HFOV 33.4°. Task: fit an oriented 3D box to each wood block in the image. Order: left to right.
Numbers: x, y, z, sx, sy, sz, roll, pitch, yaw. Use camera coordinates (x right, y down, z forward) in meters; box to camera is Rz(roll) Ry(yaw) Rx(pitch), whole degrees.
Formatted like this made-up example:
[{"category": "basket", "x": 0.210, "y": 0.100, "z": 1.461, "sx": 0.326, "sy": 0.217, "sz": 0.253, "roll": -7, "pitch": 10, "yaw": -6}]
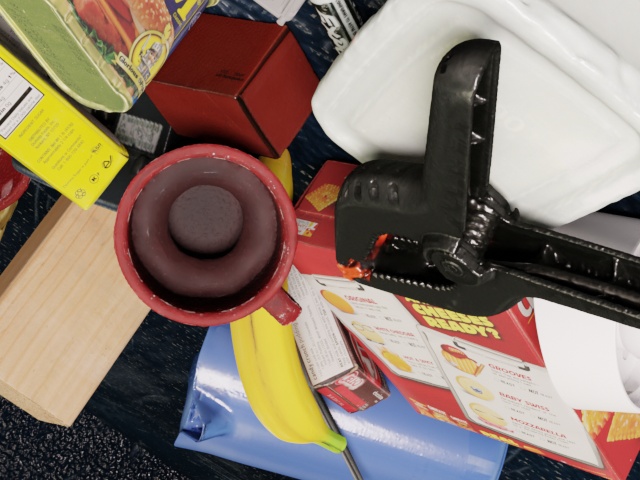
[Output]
[{"category": "wood block", "x": -0.169, "y": 0.022, "z": 0.774, "sx": 0.090, "sy": 0.206, "sz": 0.091, "roll": 39, "pitch": 159, "yaw": -18}]

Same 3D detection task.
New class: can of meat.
[{"category": "can of meat", "x": -0.107, "y": -0.125, "z": 0.523, "sx": 0.058, "sy": 0.084, "sz": 0.102, "roll": 18, "pitch": 155, "yaw": 34}]

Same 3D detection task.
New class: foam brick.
[{"category": "foam brick", "x": -0.049, "y": -0.085, "z": 0.576, "sx": 0.078, "sy": 0.053, "sz": 0.051, "roll": 18, "pitch": 156, "yaw": 36}]

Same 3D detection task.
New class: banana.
[{"category": "banana", "x": -0.029, "y": 0.039, "z": 0.651, "sx": 0.037, "sy": 0.198, "sz": 0.069, "roll": -10, "pitch": 178, "yaw": 28}]

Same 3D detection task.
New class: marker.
[{"category": "marker", "x": 0.010, "y": -0.102, "z": 0.497, "sx": 0.020, "sy": 0.020, "sz": 0.121, "roll": 17, "pitch": 155, "yaw": 36}]

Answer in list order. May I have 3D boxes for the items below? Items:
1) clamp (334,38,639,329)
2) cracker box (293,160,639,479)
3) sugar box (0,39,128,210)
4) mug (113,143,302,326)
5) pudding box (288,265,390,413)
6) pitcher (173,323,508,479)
[{"category": "clamp", "x": 0.058, "y": -0.009, "z": 0.435, "sx": 0.164, "sy": 0.036, "sz": 0.210, "roll": 42, "pitch": 158, "yaw": -25}, {"category": "cracker box", "x": 0.095, "y": 0.049, "z": 0.648, "sx": 0.164, "sy": 0.072, "sz": 0.213, "roll": 13, "pitch": 152, "yaw": 42}, {"category": "sugar box", "x": -0.186, "y": -0.092, "z": 0.556, "sx": 0.176, "sy": 0.048, "sz": 0.093, "roll": 40, "pitch": 177, "yaw": -40}, {"category": "mug", "x": -0.054, "y": 0.001, "z": 0.579, "sx": 0.117, "sy": 0.093, "sz": 0.081, "roll": 43, "pitch": -179, "yaw": -10}, {"category": "pudding box", "x": 0.004, "y": 0.057, "z": 0.738, "sx": 0.113, "sy": 0.039, "sz": 0.090, "roll": 66, "pitch": -173, "yaw": 25}, {"category": "pitcher", "x": 0.019, "y": 0.126, "z": 0.835, "sx": 0.243, "sy": 0.149, "sz": 0.145, "roll": 18, "pitch": 161, "yaw": 0}]
